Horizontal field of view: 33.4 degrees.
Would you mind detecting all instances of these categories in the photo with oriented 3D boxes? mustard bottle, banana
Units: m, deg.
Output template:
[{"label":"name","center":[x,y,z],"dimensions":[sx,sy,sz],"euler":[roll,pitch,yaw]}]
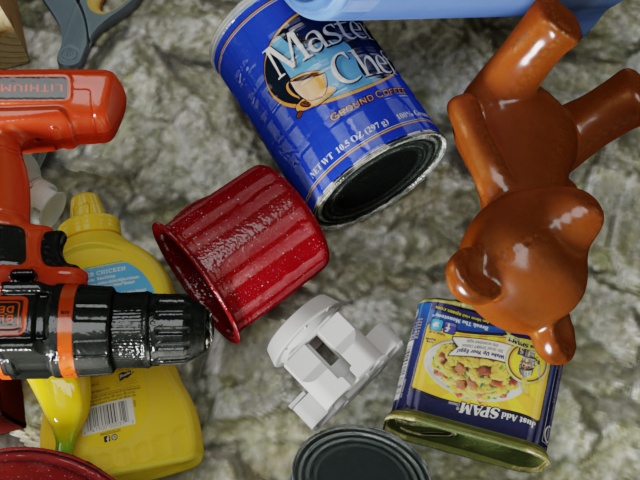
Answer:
[{"label":"mustard bottle","center":[-0.138,0.058,0.682],"dimensions":[0.096,0.058,0.191],"euler":[-14,70,3]},{"label":"banana","center":[-0.200,0.051,0.641],"dimensions":[0.198,0.037,0.069],"euler":[40,74,18]}]

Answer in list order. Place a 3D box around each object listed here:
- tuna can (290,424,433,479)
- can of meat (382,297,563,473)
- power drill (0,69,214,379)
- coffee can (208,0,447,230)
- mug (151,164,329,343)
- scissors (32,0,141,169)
[{"label":"tuna can","center":[0.023,0.152,0.635],"dimensions":[0.086,0.034,0.086],"euler":[7,37,-6]},{"label":"can of meat","center":[0.098,0.089,0.665],"dimensions":[0.102,0.057,0.084],"euler":[14,69,6]},{"label":"power drill","center":[-0.154,-0.010,0.619],"dimensions":[0.184,0.057,0.187],"euler":[0,62,-5]},{"label":"coffee can","center":[0.003,-0.092,0.709],"dimensions":[0.102,0.103,0.140],"euler":[-29,72,-9]},{"label":"mug","center":[-0.055,0.001,0.693],"dimensions":[0.081,0.093,0.117],"euler":[-36,36,-16]},{"label":"scissors","center":[-0.195,-0.146,0.781],"dimensions":[0.096,0.016,0.201],"euler":[25,73,12]}]
